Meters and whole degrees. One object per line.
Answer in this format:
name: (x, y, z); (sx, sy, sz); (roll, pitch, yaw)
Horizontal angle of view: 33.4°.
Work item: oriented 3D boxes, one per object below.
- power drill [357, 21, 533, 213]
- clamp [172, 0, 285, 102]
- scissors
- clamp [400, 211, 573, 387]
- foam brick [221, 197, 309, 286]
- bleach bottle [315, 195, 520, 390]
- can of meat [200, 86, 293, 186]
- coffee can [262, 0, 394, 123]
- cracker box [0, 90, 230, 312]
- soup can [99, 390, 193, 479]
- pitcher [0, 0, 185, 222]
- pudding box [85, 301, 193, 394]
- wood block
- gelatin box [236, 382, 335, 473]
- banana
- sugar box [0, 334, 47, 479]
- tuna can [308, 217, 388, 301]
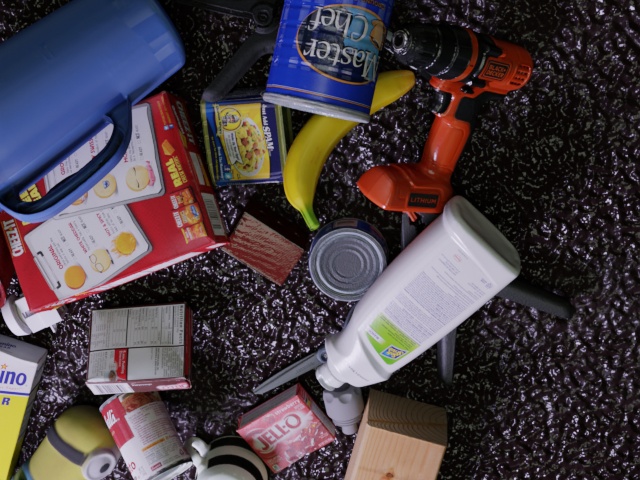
power drill: (0.108, -0.118, 1.032); (0.184, 0.057, 0.188); (3, 123, -42)
clamp: (-0.059, -0.206, 1.056); (0.171, 0.039, 0.120); (-10, 94, 2)
scissors: (0.026, 0.134, 1.187); (0.096, 0.016, 0.202); (42, 107, -9)
clamp: (0.159, 0.040, 1.134); (0.165, 0.036, 0.210); (-26, 104, 13)
foam brick: (-0.057, 0.001, 1.131); (0.078, 0.053, 0.051); (32, 108, -7)
bleach bottle: (0.083, 0.070, 1.105); (0.102, 0.068, 0.251); (43, 116, -11)
can of meat: (-0.073, -0.107, 1.095); (0.084, 0.057, 0.102); (-4, 108, 7)
coffee can: (0.010, -0.189, 0.994); (0.103, 0.103, 0.140); (12, 95, 0)
cracker box: (-0.218, -0.038, 1.101); (0.214, 0.072, 0.164); (-20, 85, 12)
soup can: (-0.192, 0.217, 1.184); (0.068, 0.068, 0.102); (-35, 73, 14)
pitcher: (-0.246, -0.140, 1.018); (0.242, 0.145, 0.149); (-37, 119, -9)
pudding box: (-0.196, 0.117, 1.164); (0.113, 0.039, 0.090); (-4, 64, 4)
wood block: (0.071, 0.286, 1.195); (0.091, 0.090, 0.206); (15, 109, 0)
gelatin box: (-0.039, 0.213, 1.205); (0.089, 0.030, 0.073); (-32, 110, 17)
banana: (0.018, -0.104, 1.067); (0.069, 0.037, 0.197); (34, 77, 0)
sugar box: (-0.382, 0.194, 1.225); (0.093, 0.048, 0.176); (18, 110, -1)
tuna can: (0.030, 0.021, 1.140); (0.086, 0.033, 0.086); (1, 108, 4)
